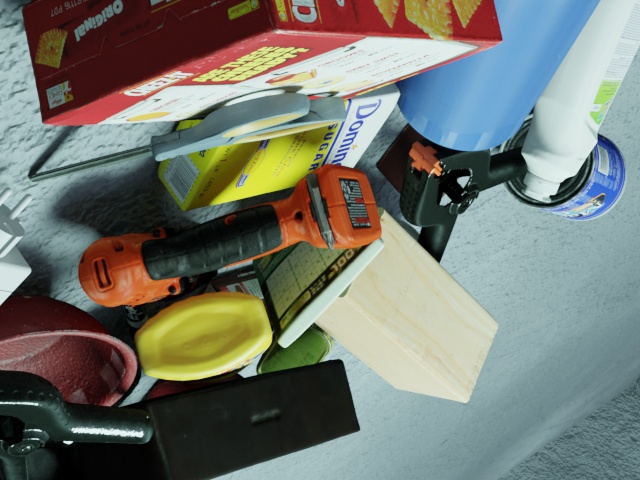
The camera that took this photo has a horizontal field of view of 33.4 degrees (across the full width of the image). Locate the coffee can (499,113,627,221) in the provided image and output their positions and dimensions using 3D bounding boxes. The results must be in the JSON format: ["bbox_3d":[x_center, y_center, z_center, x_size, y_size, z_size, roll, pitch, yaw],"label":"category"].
[{"bbox_3d":[0.264,-0.078,1.152,0.103,0.103,0.140,-48,156,17],"label":"coffee can"}]

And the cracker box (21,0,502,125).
[{"bbox_3d":[-0.025,-0.117,0.581,0.164,0.072,0.213,-14,178,37],"label":"cracker box"}]

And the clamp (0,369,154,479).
[{"bbox_3d":[-0.207,0.132,0.728,0.120,0.039,0.171,-36,142,13],"label":"clamp"}]

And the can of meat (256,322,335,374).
[{"bbox_3d":[-0.015,0.088,1.038,0.102,0.057,0.083,-59,-177,38],"label":"can of meat"}]

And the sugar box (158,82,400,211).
[{"bbox_3d":[-0.026,-0.079,0.774,0.175,0.048,0.093,-14,148,-44],"label":"sugar box"}]

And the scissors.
[{"bbox_3d":[-0.084,-0.059,0.618,0.202,0.016,0.096,-11,178,2],"label":"scissors"}]

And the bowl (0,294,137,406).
[{"bbox_3d":[-0.213,0.085,0.744,0.162,0.055,0.162,-17,150,-10],"label":"bowl"}]

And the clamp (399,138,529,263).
[{"bbox_3d":[0.112,-0.036,0.939,0.165,0.036,0.209,-50,156,11],"label":"clamp"}]

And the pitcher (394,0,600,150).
[{"bbox_3d":[0.135,-0.178,0.750,0.149,0.145,0.243,2,149,-9],"label":"pitcher"}]

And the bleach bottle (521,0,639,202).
[{"bbox_3d":[0.227,-0.152,0.910,0.102,0.068,0.251,-9,123,-54],"label":"bleach bottle"}]

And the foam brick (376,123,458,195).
[{"bbox_3d":[0.100,-0.077,0.966,0.052,0.051,0.078,-5,139,-53],"label":"foam brick"}]

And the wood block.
[{"bbox_3d":[0.064,0.059,0.971,0.205,0.091,0.090,42,65,-39],"label":"wood block"}]

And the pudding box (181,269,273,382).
[{"bbox_3d":[-0.081,0.076,0.981,0.089,0.039,0.114,-14,146,-44],"label":"pudding box"}]

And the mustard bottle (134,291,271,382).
[{"bbox_3d":[-0.087,0.080,0.842,0.096,0.058,0.191,-19,173,-5],"label":"mustard bottle"}]

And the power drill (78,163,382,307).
[{"bbox_3d":[-0.055,0.001,0.757,0.188,0.057,0.184,-18,179,15],"label":"power drill"}]

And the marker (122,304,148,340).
[{"bbox_3d":[-0.150,0.050,0.854,0.020,0.020,0.121,-32,156,-19],"label":"marker"}]
